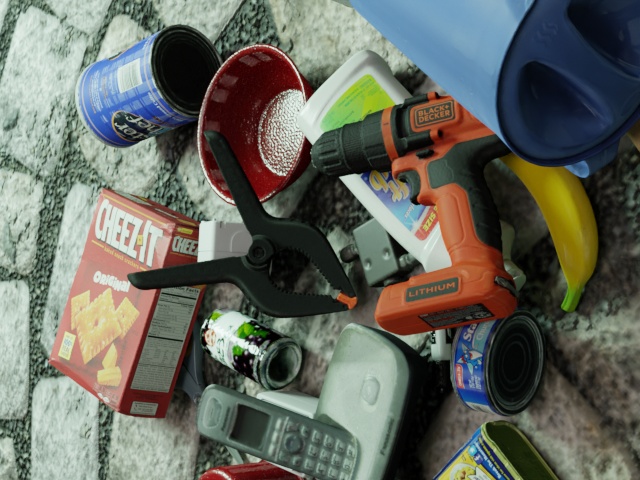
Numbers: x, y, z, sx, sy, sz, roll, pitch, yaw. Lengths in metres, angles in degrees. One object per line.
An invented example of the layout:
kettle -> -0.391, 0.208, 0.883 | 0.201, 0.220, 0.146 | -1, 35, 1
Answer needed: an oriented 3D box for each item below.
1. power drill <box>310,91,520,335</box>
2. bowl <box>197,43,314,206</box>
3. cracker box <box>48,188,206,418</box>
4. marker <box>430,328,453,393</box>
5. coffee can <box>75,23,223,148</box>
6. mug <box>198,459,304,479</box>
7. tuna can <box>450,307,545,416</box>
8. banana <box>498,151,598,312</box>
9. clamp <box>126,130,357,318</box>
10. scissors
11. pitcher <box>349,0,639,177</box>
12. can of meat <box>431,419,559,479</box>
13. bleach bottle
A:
power drill -> 0.077, -0.024, 0.833 | 0.185, 0.057, 0.187 | -13, 66, 26
bowl -> -0.051, -0.111, 1.061 | 0.162, 0.055, 0.162 | -5, 83, 45
cracker box -> -0.209, 0.066, 1.174 | 0.164, 0.071, 0.214 | 23, 97, 47
marker -> 0.103, 0.070, 0.917 | 0.020, 0.020, 0.121 | -7, 81, 44
coffee can -> -0.187, -0.166, 1.167 | 0.141, 0.102, 0.103 | -13, 77, 43
mug -> -0.062, 0.254, 1.021 | 0.117, 0.081, 0.093 | -18, 74, 43
tuna can -> 0.140, 0.093, 0.832 | 0.034, 0.085, 0.086 | 5, 90, 44
banana -> 0.170, -0.043, 0.847 | 0.070, 0.037, 0.198 | -41, 59, 32
clamp -> -0.057, 0.001, 0.994 | 0.210, 0.036, 0.164 | 21, 89, 4
scissors -> -0.123, 0.149, 1.139 | 0.202, 0.016, 0.096 | 35, 110, 41
pitcher -> 0.116, -0.152, 0.737 | 0.243, 0.144, 0.149 | 49, 127, 49
can of meat -> 0.140, 0.205, 0.843 | 0.084, 0.057, 0.102 | -54, 53, 25
bleach bottle -> 0.088, -0.050, 0.909 | 0.102, 0.068, 0.251 | -44, 60, 6
